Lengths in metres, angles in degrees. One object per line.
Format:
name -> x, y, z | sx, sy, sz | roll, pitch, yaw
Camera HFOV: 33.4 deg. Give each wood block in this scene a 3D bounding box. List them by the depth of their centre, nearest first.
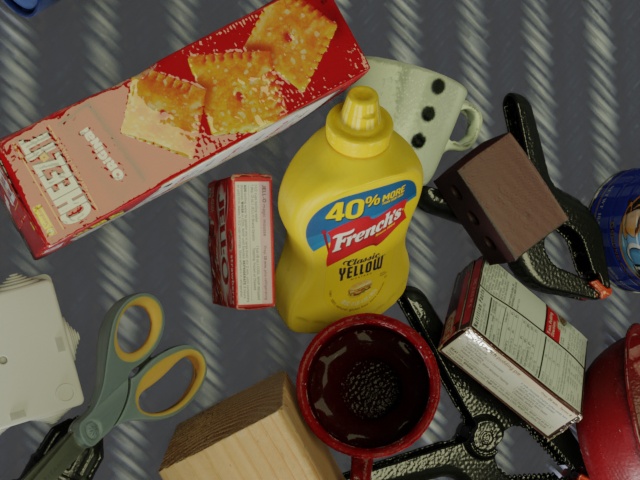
wood block -> -0.015, 0.205, 0.713 | 0.090, 0.091, 0.206 | -28, 98, 4

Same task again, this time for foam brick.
foam brick -> 0.128, -0.029, 0.762 | 0.051, 0.053, 0.078 | -35, 92, -12

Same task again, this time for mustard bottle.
mustard bottle -> 0.019, -0.022, 0.696 | 0.096, 0.192, 0.058 | -16, 50, -18

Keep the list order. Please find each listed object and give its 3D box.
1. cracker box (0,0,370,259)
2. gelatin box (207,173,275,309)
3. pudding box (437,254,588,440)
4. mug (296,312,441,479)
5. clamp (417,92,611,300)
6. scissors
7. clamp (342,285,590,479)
cracker box -> -0.095, -0.071, 0.663 | 0.213, 0.164, 0.072 | -30, 95, -17
gelatin box -> -0.055, 0.001, 0.723 | 0.030, 0.073, 0.089 | -2, 90, -18
pudding box -> 0.143, 0.076, 0.780 | 0.113, 0.039, 0.090 | 38, 38, -10
mug -> 0.032, 0.112, 0.721 | 0.093, 0.081, 0.117 | 2, 80, 4
clamp -> 0.151, -0.014, 0.812 | 0.120, 0.039, 0.171 | -35, 93, -9
scissors -> -0.148, 0.098, 0.669 | 0.201, 0.016, 0.096 | -25, 100, -49
clamp -> 0.108, 0.152, 0.795 | 0.210, 0.036, 0.164 | 31, 81, -12
